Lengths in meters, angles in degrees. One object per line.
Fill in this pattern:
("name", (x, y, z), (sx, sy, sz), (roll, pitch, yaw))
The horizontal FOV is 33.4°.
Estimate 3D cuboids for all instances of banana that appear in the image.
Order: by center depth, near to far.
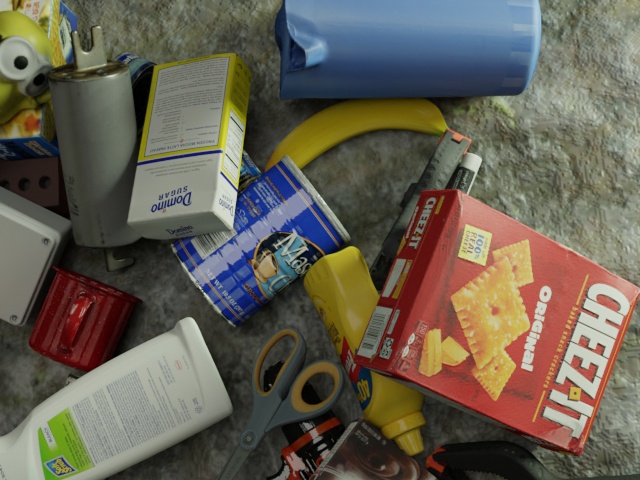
("banana", (0.036, -0.109, 1.059), (0.198, 0.037, 0.069), (-10, 73, 7))

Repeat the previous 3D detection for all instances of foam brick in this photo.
("foam brick", (-0.294, -0.051, 1.095), (0.078, 0.051, 0.053), (-6, 77, 8))

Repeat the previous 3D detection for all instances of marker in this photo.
("marker", (0.127, -0.027, 1.034), (0.020, 0.020, 0.121), (20, 81, 14))

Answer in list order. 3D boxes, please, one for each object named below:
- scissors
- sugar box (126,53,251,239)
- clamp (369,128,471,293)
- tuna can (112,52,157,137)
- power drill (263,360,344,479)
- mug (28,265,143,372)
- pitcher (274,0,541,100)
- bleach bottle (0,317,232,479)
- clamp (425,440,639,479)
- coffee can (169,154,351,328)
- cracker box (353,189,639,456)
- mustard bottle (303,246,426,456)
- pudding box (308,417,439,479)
("scissors", (-0.043, 0.177, 0.959), (0.096, 0.016, 0.201), (13, 75, 19))
("sugar box", (-0.121, -0.089, 1.004), (0.093, 0.048, 0.176), (-6, 64, 22))
("clamp", (0.091, -0.027, 1.012), (0.039, 0.120, 0.171), (34, 62, 0))
("tuna can", (-0.194, -0.145, 1.082), (0.034, 0.086, 0.086), (23, 82, 13))
("power drill", (-0.053, 0.229, 0.985), (0.187, 0.057, 0.184), (-34, 74, 1))
("mug", (-0.229, 0.079, 1.024), (0.093, 0.117, 0.081), (23, 86, -6))
("pitcher", (0.077, -0.201, 1.020), (0.242, 0.145, 0.149), (2, 73, -4))
("bleach bottle", (-0.211, 0.165, 0.959), (0.250, 0.068, 0.102), (-24, 84, -11))
("clamp", (0.194, 0.227, 0.929), (0.210, 0.036, 0.165), (31, 114, 20))
("coffee can", (-0.057, 0.001, 1.016), (0.140, 0.102, 0.103), (-38, 74, 0))
("cracker box", (0.157, 0.073, 0.924), (0.213, 0.072, 0.164), (26, 81, -21))
("mustard bottle", (0.047, 0.107, 0.976), (0.058, 0.096, 0.192), (-20, 74, -16))
("pudding box", (0.048, 0.225, 0.930), (0.113, 0.039, 0.090), (39, 70, 1))
